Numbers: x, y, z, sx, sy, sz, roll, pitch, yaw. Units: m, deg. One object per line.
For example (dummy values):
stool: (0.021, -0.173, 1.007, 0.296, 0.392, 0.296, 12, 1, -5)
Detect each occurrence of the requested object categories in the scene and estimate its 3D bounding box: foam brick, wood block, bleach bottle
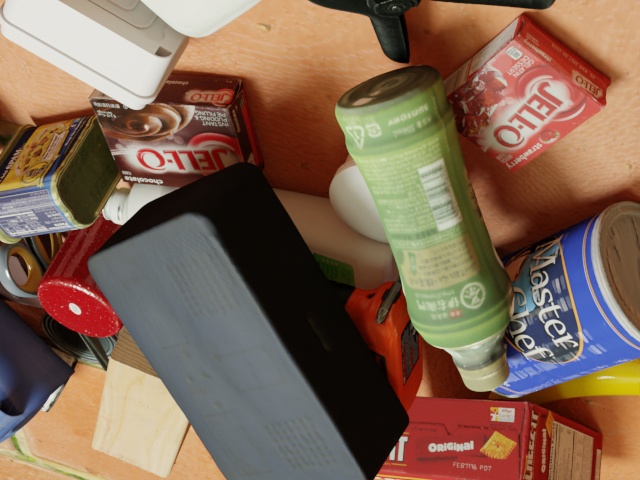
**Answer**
foam brick: (-0.280, 0.018, 0.998, 0.053, 0.051, 0.078, 9, 141, 18)
wood block: (-0.162, 0.145, 1.061, 0.090, 0.090, 0.206, 23, 143, -2)
bleach bottle: (-0.056, 0.001, 0.853, 0.251, 0.068, 0.102, 12, 137, 17)

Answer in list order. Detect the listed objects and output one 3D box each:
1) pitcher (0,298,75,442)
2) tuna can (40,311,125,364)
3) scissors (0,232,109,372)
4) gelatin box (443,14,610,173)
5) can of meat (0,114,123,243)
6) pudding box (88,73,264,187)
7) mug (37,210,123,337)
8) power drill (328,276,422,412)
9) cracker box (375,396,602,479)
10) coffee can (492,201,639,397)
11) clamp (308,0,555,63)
pitcher: (-0.361, 0.085, 1.015, 0.243, 0.144, 0.149, 49, 131, -6)
tuna can: (-0.235, 0.086, 1.073, 0.086, 0.033, 0.086, 14, 142, 11)
scissors: (-0.242, 0.061, 0.973, 0.016, 0.096, 0.202, -3, 116, 23)
gelatin box: (0.125, -0.090, 0.673, 0.073, 0.030, 0.089, 34, 142, -15)
can of meat: (-0.207, -0.051, 0.836, 0.084, 0.102, 0.057, -7, 133, 31)
pudding box: (-0.105, -0.080, 0.796, 0.114, 0.039, 0.090, 8, 141, 18)
mug: (-0.189, 0.029, 0.939, 0.117, 0.081, 0.093, -15, 129, 39)
power drill: (-0.018, 0.077, 0.811, 0.188, 0.057, 0.184, 11, 132, 20)
cracker box: (0.129, 0.179, 0.903, 0.164, 0.072, 0.213, -2, 164, 30)
coffee can: (0.176, 0.045, 0.753, 0.102, 0.102, 0.141, 38, 141, -19)
clamp: (0.038, -0.141, 0.600, 0.171, 0.039, 0.120, 11, 154, -38)
